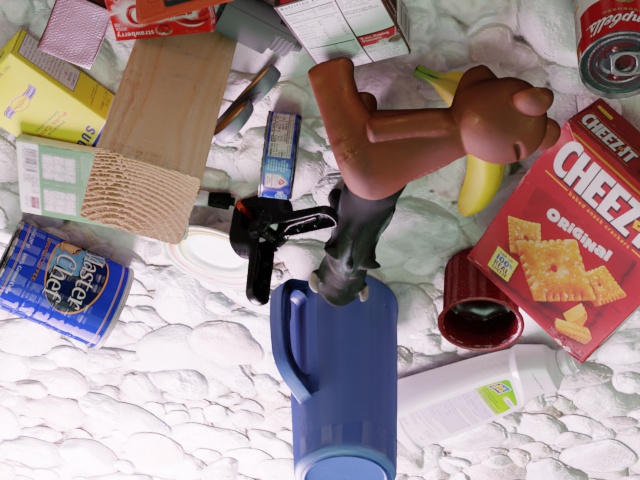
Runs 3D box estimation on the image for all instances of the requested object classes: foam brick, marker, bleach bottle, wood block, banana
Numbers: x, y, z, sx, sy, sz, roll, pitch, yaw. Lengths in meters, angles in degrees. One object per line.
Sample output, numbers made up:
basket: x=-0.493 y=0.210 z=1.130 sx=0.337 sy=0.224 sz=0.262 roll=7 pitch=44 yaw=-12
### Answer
foam brick: x=-0.216 y=-0.205 z=0.967 sx=0.053 sy=0.051 sz=0.078 roll=23 pitch=136 yaw=-16
marker: x=-0.152 y=-0.048 z=1.151 sx=0.121 sy=0.020 sz=0.020 roll=7 pitch=138 yaw=2
bleach bottle: x=0.202 y=0.187 z=1.318 sx=0.251 sy=0.068 sz=0.102 roll=-22 pitch=130 yaw=26
wood block: x=-0.138 y=-0.109 z=0.944 sx=0.090 sy=0.206 sz=0.091 roll=17 pitch=137 yaw=-9
banana: x=0.149 y=-0.095 z=1.042 sx=0.070 sy=0.037 sz=0.197 roll=14 pitch=143 yaw=35

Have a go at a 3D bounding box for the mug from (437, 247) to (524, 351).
mug: x=0.173 y=0.069 z=1.179 sx=0.093 sy=0.081 sz=0.117 roll=13 pitch=137 yaw=-5

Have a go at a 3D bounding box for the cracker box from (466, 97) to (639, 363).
cracker box: x=0.260 y=-0.003 z=1.037 sx=0.164 sy=0.072 sz=0.214 roll=45 pitch=139 yaw=15

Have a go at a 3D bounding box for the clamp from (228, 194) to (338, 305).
clamp: x=-0.057 y=0.001 z=1.089 sx=0.039 sy=0.120 sz=0.172 roll=48 pitch=168 yaw=-26

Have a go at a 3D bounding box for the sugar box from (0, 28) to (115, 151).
sugar box: x=-0.254 y=-0.123 z=1.067 sx=0.176 sy=0.048 sz=0.093 roll=37 pitch=131 yaw=-26

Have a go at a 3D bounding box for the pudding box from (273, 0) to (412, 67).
pudding box: x=0.022 y=-0.196 z=0.927 sx=0.090 sy=0.039 sz=0.113 roll=-10 pitch=151 yaw=21

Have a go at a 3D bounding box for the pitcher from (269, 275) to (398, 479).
pitcher: x=0.018 y=0.158 z=1.181 sx=0.149 sy=0.243 sz=0.145 roll=0 pitch=134 yaw=0

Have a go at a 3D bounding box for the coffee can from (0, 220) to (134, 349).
coffee can: x=-0.299 y=0.052 z=1.222 sx=0.140 sy=0.102 sz=0.103 roll=26 pitch=135 yaw=-18

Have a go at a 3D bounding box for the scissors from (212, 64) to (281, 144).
scissors: x=-0.107 y=-0.098 z=1.042 sx=0.016 sy=0.096 sz=0.202 roll=39 pitch=127 yaw=-14

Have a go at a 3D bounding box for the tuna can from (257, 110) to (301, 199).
tuna can: x=-0.039 y=-0.083 z=1.046 sx=0.033 sy=0.086 sz=0.086 roll=7 pitch=138 yaw=-1

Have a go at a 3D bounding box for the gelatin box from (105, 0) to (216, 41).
gelatin box: x=-0.138 y=-0.210 z=0.905 sx=0.089 sy=0.030 sz=0.073 roll=-3 pitch=131 yaw=7
